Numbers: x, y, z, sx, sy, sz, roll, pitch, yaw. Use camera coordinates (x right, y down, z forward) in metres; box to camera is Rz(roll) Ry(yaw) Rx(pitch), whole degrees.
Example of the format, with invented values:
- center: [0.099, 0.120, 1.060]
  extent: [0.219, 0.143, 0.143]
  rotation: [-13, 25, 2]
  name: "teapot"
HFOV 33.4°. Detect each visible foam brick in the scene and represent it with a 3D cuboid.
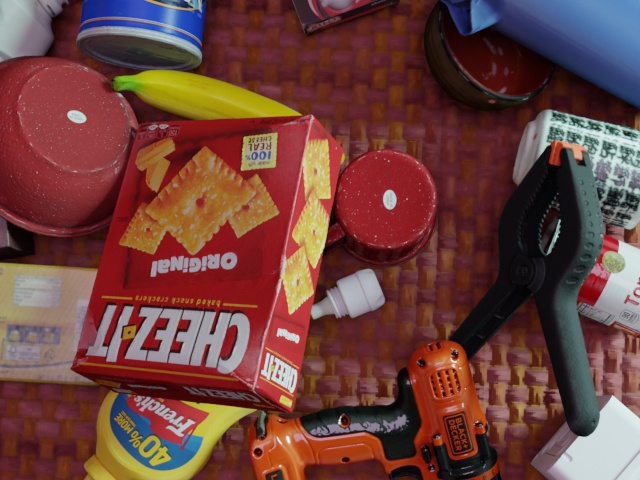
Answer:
- center: [-0.273, -0.012, 0.880]
  extent: [0.051, 0.078, 0.053]
  rotation: [-8, 83, -1]
  name: "foam brick"

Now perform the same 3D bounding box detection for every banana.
- center: [-0.074, -0.104, 0.891]
  extent: [0.197, 0.069, 0.037]
  rotation: [17, 121, -3]
  name: "banana"

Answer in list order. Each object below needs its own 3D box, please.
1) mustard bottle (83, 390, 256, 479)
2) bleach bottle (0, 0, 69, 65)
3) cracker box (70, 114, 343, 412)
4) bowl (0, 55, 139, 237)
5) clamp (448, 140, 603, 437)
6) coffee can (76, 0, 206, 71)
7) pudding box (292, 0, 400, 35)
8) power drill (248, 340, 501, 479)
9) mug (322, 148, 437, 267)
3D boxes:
- center: [-0.121, 0.140, 0.856]
  extent: [0.096, 0.058, 0.191]
  rotation: [44, 80, 11]
  name: "mustard bottle"
- center: [-0.324, -0.141, 0.890]
  extent: [0.251, 0.068, 0.102]
  rotation: [-38, 128, -4]
  name: "bleach bottle"
- center: [-0.085, 0.013, 0.815]
  extent: [0.164, 0.072, 0.213]
  rotation: [2, 68, 27]
  name: "cracker box"
- center: [-0.206, -0.087, 0.856]
  extent: [0.161, 0.055, 0.162]
  rotation: [13, 64, -29]
  name: "bowl"
- center: [0.160, 0.029, 0.818]
  extent: [0.036, 0.165, 0.210]
  rotation: [6, 92, -35]
  name: "clamp"
- center: [-0.142, -0.222, 0.886]
  extent: [0.103, 0.103, 0.140]
  rotation: [5, 84, 3]
  name: "coffee can"
- center: [0.009, -0.244, 0.915]
  extent: [0.090, 0.039, 0.113]
  rotation: [-20, 83, 0]
  name: "pudding box"
- center: [0.047, 0.184, 0.843]
  extent: [0.187, 0.057, 0.184]
  rotation: [-15, 100, 0]
  name: "power drill"
- center: [0.041, -0.022, 0.867]
  extent: [0.117, 0.081, 0.093]
  rotation: [-29, 83, -1]
  name: "mug"
